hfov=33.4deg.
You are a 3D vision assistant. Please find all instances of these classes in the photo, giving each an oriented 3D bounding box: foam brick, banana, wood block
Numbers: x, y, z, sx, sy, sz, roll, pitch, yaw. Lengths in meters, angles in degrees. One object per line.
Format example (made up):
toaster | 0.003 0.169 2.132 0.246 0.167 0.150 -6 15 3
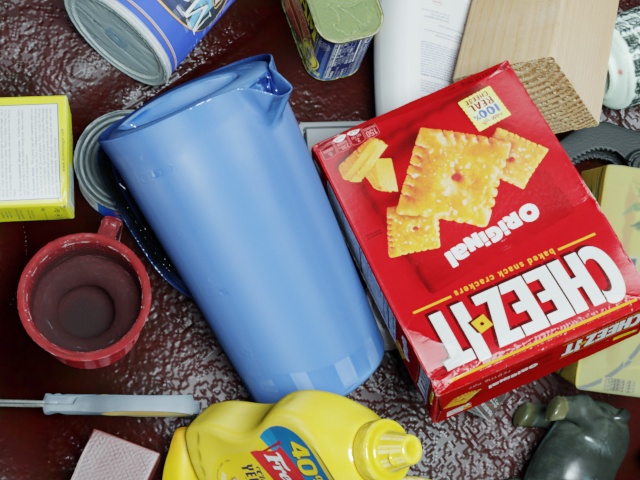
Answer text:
foam brick | -0.155 0.183 0.770 0.053 0.051 0.078 23 71 -1
banana | -0.114 0.233 0.756 0.037 0.069 0.197 5 58 24
wood block | 0.186 -0.195 0.882 0.090 0.090 0.206 41 54 -40

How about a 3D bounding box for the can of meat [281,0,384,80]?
can of meat | 0.007 -0.194 0.888 0.057 0.084 0.102 -16 77 -13

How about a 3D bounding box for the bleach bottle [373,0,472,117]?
bleach bottle | 0.085 -0.094 0.878 0.102 0.068 0.251 12 73 -25

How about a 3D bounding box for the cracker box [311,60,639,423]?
cracker box | 0.108 -0.004 0.760 0.164 0.072 0.214 -23 65 -5

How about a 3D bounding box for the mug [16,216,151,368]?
mug | -0.170 0.039 0.794 0.093 0.081 0.117 13 73 -5

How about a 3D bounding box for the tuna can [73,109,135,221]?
tuna can | -0.152 -0.059 0.850 0.086 0.034 0.086 2 73 -8

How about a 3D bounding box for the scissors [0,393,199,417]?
scissors | -0.178 0.123 0.794 0.202 0.096 0.016 -3 77 22

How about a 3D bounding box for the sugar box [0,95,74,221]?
sugar box | -0.282 -0.060 0.825 0.176 0.048 0.093 -3 75 -6

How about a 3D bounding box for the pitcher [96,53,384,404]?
pitcher | -0.055 0.001 0.771 0.145 0.149 0.243 -27 107 -7

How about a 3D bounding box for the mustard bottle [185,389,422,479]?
mustard bottle | -0.006 0.147 0.717 0.058 0.192 0.096 -41 106 -41

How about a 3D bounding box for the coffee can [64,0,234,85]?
coffee can | -0.122 -0.211 0.863 0.103 0.103 0.140 36 71 2
